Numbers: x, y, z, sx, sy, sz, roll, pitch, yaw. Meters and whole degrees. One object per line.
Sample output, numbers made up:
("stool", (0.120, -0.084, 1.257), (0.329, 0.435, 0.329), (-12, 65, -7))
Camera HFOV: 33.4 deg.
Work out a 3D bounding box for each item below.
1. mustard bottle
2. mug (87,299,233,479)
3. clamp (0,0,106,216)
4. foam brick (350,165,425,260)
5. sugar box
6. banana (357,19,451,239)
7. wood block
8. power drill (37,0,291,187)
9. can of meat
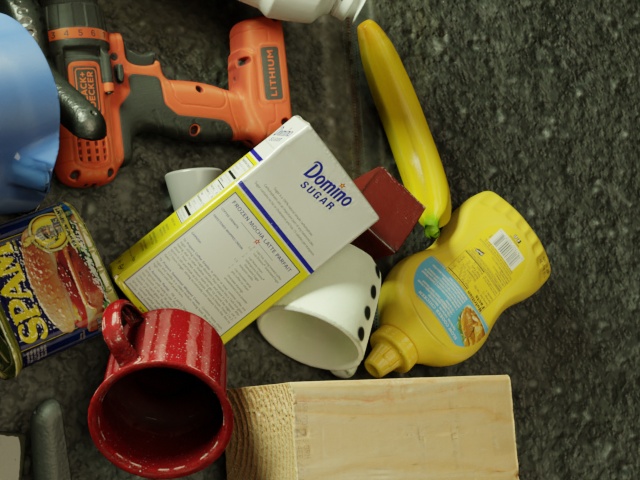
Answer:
("mustard bottle", (0.104, 0.048, 0.883), (0.191, 0.058, 0.096), (-40, 97, -29))
("mug", (-0.110, 0.089, 0.713), (0.093, 0.081, 0.117), (-28, 115, 10))
("clamp", (-0.199, -0.113, 0.731), (0.039, 0.120, 0.171), (-11, 80, -51))
("foam brick", (0.036, -0.017, 0.851), (0.053, 0.078, 0.051), (43, 64, -13))
("sugar box", (-0.055, 0.001, 0.767), (0.176, 0.048, 0.093), (-39, 113, -4))
("banana", (0.075, -0.090, 0.899), (0.037, 0.069, 0.198), (-19, 76, 2))
("wood block", (0.040, 0.149, 0.791), (0.205, 0.091, 0.090), (4, 77, -36))
("power drill", (-0.120, -0.135, 0.805), (0.187, 0.057, 0.184), (-5, 88, -26))
("can of meat", (-0.195, 0.032, 0.730), (0.083, 0.058, 0.102), (-24, 90, -33))
